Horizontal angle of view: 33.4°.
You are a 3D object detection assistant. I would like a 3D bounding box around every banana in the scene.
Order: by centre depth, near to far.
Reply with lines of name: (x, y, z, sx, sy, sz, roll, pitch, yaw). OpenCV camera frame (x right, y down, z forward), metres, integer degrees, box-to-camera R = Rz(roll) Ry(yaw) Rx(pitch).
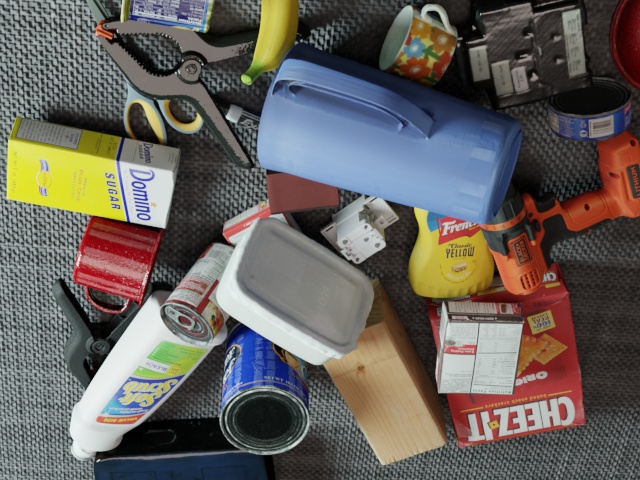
banana: (-0.048, -0.252, 1.037, 0.037, 0.069, 0.198, 4, 102, 27)

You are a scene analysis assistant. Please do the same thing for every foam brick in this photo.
foam brick: (-0.020, -0.066, 1.167, 0.078, 0.053, 0.051, -8, 122, 2)

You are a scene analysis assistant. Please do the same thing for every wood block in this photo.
wood block: (0.073, 0.161, 1.291, 0.091, 0.090, 0.206, -21, 121, 12)

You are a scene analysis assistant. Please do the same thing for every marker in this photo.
marker: (-0.070, -0.127, 1.147, 0.121, 0.020, 0.020, 22, 119, -15)

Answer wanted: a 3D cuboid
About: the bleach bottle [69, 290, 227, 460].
bleach bottle: (-0.221, 0.174, 1.285, 0.102, 0.068, 0.251, 19, 119, -38)

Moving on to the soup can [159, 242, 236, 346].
soup can: (-0.125, 0.059, 1.195, 0.068, 0.102, 0.068, 20, 142, 17)

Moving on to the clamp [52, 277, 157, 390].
clamp: (-0.274, 0.111, 1.278, 0.120, 0.039, 0.172, 15, 118, -16)

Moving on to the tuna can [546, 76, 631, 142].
tuna can: (0.280, -0.137, 1.111, 0.086, 0.086, 0.034, -9, 123, 4)

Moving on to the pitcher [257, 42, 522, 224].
pitcher: (0.067, -0.103, 1.043, 0.243, 0.149, 0.145, 18, 120, 14)

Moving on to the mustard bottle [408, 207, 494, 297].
mustard bottle: (0.152, -0.029, 1.191, 0.096, 0.058, 0.192, -4, 122, -8)

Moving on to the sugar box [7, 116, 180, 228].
sugar box: (-0.245, -0.071, 1.152, 0.176, 0.048, 0.093, 12, 137, -6)

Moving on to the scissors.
scissors: (-0.180, -0.180, 1.113, 0.096, 0.016, 0.202, -8, 122, 1)

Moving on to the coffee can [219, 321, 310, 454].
coffee can: (-0.064, 0.167, 1.260, 0.103, 0.140, 0.103, -1, 122, -1)

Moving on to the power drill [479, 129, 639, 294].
power drill: (0.256, -0.051, 1.151, 0.187, 0.057, 0.184, -27, 123, -4)

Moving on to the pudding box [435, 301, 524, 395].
pudding box: (0.180, 0.124, 1.214, 0.090, 0.039, 0.113, 1, 126, 0)

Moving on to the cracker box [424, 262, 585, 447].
cracker box: (0.226, 0.143, 1.293, 0.164, 0.072, 0.213, -11, 122, 7)

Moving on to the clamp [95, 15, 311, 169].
clamp: (-0.123, -0.186, 1.088, 0.209, 0.036, 0.165, 27, 104, -16)

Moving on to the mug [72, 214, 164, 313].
mug: (-0.230, 0.029, 1.200, 0.081, 0.093, 0.117, 17, 118, -6)

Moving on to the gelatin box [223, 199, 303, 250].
gelatin box: (-0.058, 0.002, 1.222, 0.073, 0.030, 0.089, -27, 118, 13)

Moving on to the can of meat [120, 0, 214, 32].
can of meat: (-0.144, -0.242, 1.025, 0.084, 0.102, 0.057, 8, 121, -9)
